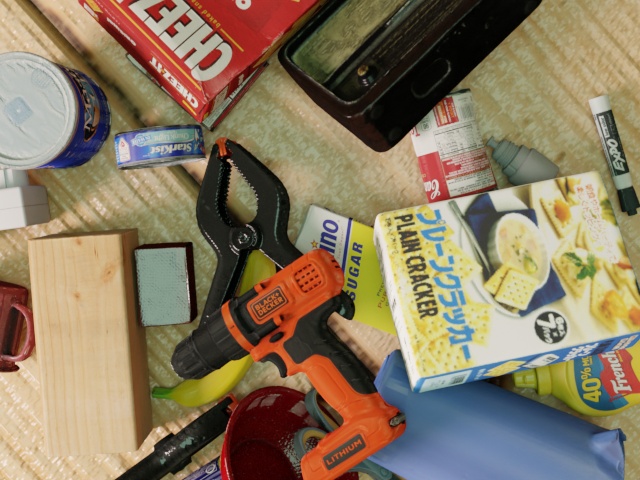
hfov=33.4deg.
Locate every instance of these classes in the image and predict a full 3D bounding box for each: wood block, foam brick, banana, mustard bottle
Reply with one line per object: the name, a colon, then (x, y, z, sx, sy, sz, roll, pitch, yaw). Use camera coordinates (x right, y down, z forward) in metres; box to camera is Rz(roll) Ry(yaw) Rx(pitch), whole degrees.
wood block: (-0.221, 0.096, 1.034, 0.090, 0.091, 0.206, -4, 94, 2)
foam brick: (-0.151, 0.042, 1.048, 0.053, 0.051, 0.078, -2, 94, 1)
banana: (-0.090, 0.094, 1.056, 0.069, 0.037, 0.198, 34, 94, 0)
mustard bottle: (0.282, 0.120, 1.036, 0.191, 0.058, 0.096, -8, 95, 3)

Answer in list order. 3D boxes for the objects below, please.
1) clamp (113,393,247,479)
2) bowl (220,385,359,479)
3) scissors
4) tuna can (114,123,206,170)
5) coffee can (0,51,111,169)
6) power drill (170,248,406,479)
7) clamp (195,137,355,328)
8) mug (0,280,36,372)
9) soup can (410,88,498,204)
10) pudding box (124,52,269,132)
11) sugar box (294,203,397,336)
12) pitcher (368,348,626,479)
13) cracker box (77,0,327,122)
clamp: (-0.149, 0.210, 1.029, 0.171, 0.120, 0.039, -40, 89, 0)
bowl: (-0.040, 0.225, 1.026, 0.055, 0.161, 0.162, -35, 93, 40)
scissors: (0.045, 0.233, 1.044, 0.202, 0.096, 0.016, 52, 132, 0)
tuna can: (-0.154, -0.089, 1.022, 0.086, 0.086, 0.034, -7, 92, 2)
coffee can: (-0.261, -0.117, 0.996, 0.103, 0.140, 0.103, 0, 94, 2)
power drill: (-0.025, 0.127, 0.959, 0.184, 0.057, 0.188, -35, 81, 14)
clamp: (-0.057, 0.001, 1.019, 0.165, 0.036, 0.210, -10, 84, 15)
mug: (-0.321, 0.081, 1.032, 0.117, 0.093, 0.081, 11, 89, 28)
soup can: (0.125, -0.088, 1.022, 0.068, 0.068, 0.102, -15, 93, 3)
pudding box: (-0.120, -0.175, 1.039, 0.113, 0.039, 0.090, 40, 91, -3)
sugar box: (0.056, 0.037, 1.044, 0.176, 0.048, 0.093, 20, 94, -1)
pitcher: (0.154, 0.206, 1.019, 0.243, 0.145, 0.149, 24, 82, 4)
cracker box: (-0.092, -0.244, 0.989, 0.164, 0.072, 0.213, 44, 76, -1)
